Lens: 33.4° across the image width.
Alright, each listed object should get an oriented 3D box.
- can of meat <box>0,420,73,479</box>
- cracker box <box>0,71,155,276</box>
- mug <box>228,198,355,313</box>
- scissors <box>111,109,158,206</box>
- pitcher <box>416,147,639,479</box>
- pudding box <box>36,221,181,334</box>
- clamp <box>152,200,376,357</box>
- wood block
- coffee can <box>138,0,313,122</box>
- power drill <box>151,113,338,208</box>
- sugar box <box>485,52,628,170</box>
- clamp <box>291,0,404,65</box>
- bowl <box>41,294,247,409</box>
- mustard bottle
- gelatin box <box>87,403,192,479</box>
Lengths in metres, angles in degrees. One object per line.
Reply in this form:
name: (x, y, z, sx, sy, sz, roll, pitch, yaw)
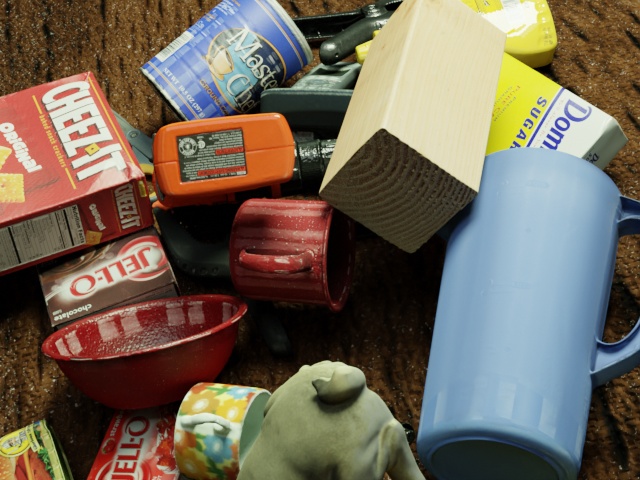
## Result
can of meat: (-0.227, 0.192, 0.791, 0.084, 0.057, 0.102, -23, 46, -11)
cracker box: (-0.278, -0.056, 0.953, 0.213, 0.072, 0.164, -20, 51, -16)
mug: (-0.026, 0.011, 0.838, 0.082, 0.093, 0.117, 3, 11, 16)
scissors: (-0.196, -0.089, 1.083, 0.202, 0.016, 0.096, 24, 57, 33)
pitcher: (0.153, 0.060, 0.767, 0.145, 0.149, 0.242, 28, 52, -14)
pudding box: (-0.187, 0.036, 0.943, 0.113, 0.039, 0.090, -22, 45, -7)
clamp: (-0.056, 0.001, 0.943, 0.210, 0.036, 0.164, 27, 58, 31)
wood block: (0.078, -0.104, 0.853, 0.090, 0.090, 0.206, 31, 44, -14)
coffee can: (-0.093, -0.173, 1.054, 0.140, 0.102, 0.103, -40, 48, -4)
power drill: (-0.055, -0.061, 0.870, 0.184, 0.187, 0.057, -9, 87, 0)
sugar box: (0.177, -0.105, 0.957, 0.093, 0.048, 0.176, -49, 47, 2)
clamp: (0.054, -0.223, 1.116, 0.171, 0.039, 0.120, -16, 35, -5)
bowl: (-0.132, 0.090, 0.835, 0.162, 0.055, 0.162, -10, 11, 2)
mustard bottle: (0.130, -0.202, 1.060, 0.191, 0.058, 0.096, -12, 67, -3)
gelatin box: (-0.131, 0.165, 0.808, 0.073, 0.030, 0.089, 2, 47, 18)
